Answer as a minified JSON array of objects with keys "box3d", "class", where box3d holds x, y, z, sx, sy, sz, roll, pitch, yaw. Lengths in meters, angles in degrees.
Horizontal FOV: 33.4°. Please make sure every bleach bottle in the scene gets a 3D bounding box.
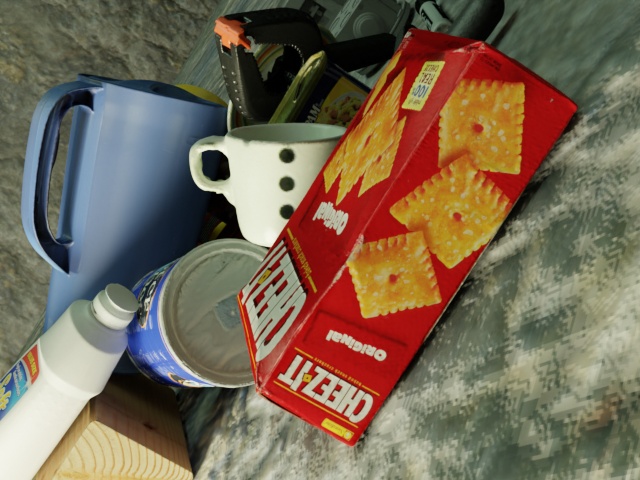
[{"box3d":[-0.220,0.125,0.821,0.251,0.068,0.102,-49,24,21],"class":"bleach bottle"}]

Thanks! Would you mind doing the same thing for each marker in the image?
[{"box3d":[0.092,-0.181,0.868,0.020,0.020,0.121,-53,15,18],"class":"marker"}]

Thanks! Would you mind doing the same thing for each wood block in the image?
[{"box3d":[-0.172,0.170,0.880,0.090,0.090,0.206,-57,14,2],"class":"wood block"}]

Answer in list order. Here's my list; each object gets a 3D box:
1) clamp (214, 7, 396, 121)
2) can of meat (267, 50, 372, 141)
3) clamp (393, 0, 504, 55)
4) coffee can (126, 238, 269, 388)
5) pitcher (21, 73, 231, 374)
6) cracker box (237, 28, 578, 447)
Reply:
[{"box3d":[-0.013,-0.138,0.870,0.036,0.209,0.164,34,87,32],"class":"clamp"},{"box3d":[0.006,-0.078,0.813,0.102,0.084,0.057,-60,15,-8],"class":"can of meat"},{"box3d":[0.061,-0.098,0.761,0.171,0.039,0.120,-60,15,-7],"class":"clamp"},{"box3d":[-0.085,0.059,0.797,0.102,0.102,0.140,-63,15,-18],"class":"coffee can"},{"box3d":[-0.169,-0.016,0.900,0.145,0.149,0.243,-96,19,-82],"class":"pitcher"},{"box3d":[0.036,-0.015,0.613,0.214,0.072,0.164,-57,14,8],"class":"cracker box"}]
